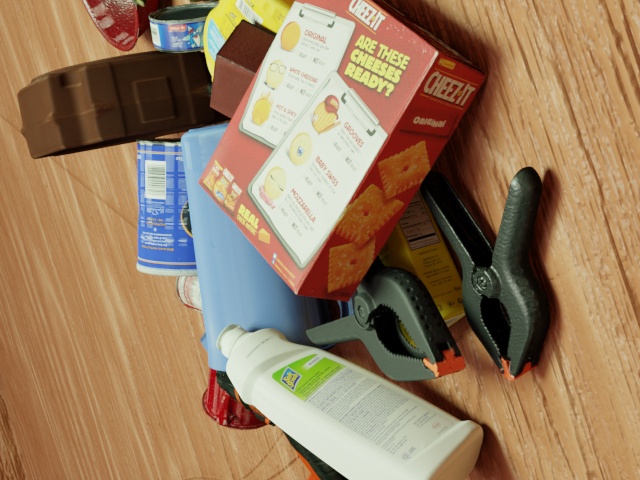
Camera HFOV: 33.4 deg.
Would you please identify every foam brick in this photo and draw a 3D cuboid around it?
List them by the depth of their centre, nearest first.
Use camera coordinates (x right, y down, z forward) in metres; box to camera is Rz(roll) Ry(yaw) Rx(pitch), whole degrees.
[{"bbox_3d":[-0.064,-0.150,0.969,0.051,0.053,0.078,26,148,5],"label":"foam brick"}]

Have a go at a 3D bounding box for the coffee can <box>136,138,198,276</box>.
[{"bbox_3d":[-0.147,-0.038,1.152,0.103,0.102,0.140,14,105,58],"label":"coffee can"}]

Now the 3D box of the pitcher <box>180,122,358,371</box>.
[{"bbox_3d":[-0.057,0.001,1.063,0.145,0.149,0.243,-161,61,-75],"label":"pitcher"}]

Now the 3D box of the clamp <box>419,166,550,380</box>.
[{"bbox_3d":[0.127,0.020,0.814,0.120,0.039,0.171,22,124,57],"label":"clamp"}]

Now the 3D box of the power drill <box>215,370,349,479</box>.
[{"bbox_3d":[-0.026,0.206,1.110,0.185,0.057,0.187,13,139,60],"label":"power drill"}]

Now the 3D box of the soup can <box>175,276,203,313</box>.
[{"bbox_3d":[-0.118,0.059,1.248,0.102,0.068,0.068,17,120,57],"label":"soup can"}]

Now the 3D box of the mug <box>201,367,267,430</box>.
[{"bbox_3d":[-0.092,0.162,1.218,0.093,0.117,0.081,17,122,13],"label":"mug"}]

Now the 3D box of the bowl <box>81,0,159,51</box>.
[{"bbox_3d":[-0.235,-0.308,1.254,0.162,0.055,0.162,42,148,34],"label":"bowl"}]

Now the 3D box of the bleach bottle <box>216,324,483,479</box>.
[{"bbox_3d":[0.013,0.143,0.948,0.251,0.102,0.068,30,133,28],"label":"bleach bottle"}]

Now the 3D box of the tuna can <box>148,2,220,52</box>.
[{"bbox_3d":[-0.132,-0.220,1.100,0.086,0.086,0.034,29,131,53],"label":"tuna can"}]

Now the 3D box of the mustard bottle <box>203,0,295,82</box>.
[{"bbox_3d":[-0.067,-0.193,1.023,0.096,0.058,0.192,47,148,6],"label":"mustard bottle"}]

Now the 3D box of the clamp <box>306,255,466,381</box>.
[{"bbox_3d":[0.046,0.045,0.878,0.210,0.036,0.164,31,128,54],"label":"clamp"}]

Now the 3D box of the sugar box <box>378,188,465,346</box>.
[{"bbox_3d":[0.061,-0.001,0.916,0.176,0.048,0.093,64,151,13],"label":"sugar box"}]

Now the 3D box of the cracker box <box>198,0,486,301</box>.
[{"bbox_3d":[0.011,-0.085,0.848,0.164,0.071,0.214,46,114,39],"label":"cracker box"}]
